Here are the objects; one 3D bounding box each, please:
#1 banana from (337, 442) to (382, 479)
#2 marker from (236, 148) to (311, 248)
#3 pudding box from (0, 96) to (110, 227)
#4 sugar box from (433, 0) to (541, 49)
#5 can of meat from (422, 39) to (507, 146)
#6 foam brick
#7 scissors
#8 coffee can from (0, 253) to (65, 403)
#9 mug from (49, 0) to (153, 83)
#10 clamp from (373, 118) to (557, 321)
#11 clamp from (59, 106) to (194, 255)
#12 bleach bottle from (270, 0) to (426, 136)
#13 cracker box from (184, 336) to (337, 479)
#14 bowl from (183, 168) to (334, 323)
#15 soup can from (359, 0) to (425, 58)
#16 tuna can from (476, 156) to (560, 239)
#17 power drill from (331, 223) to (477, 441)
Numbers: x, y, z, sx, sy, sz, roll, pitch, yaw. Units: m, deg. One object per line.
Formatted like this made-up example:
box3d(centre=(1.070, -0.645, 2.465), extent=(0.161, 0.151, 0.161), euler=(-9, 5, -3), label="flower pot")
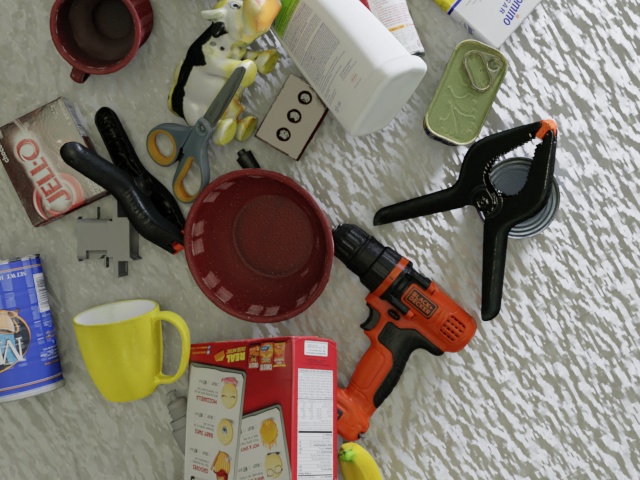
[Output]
box3d(centre=(0.048, 0.283, 1.114), extent=(0.037, 0.069, 0.198), euler=(-6, 114, 26), label="banana")
box3d(centre=(-0.051, -0.046, 1.132), extent=(0.020, 0.020, 0.121), euler=(-35, 91, 2), label="marker")
box3d(centre=(-0.283, -0.082, 1.127), extent=(0.090, 0.039, 0.113), euler=(-26, 91, 3), label="pudding box")
box3d(centre=(0.146, -0.287, 1.106), extent=(0.176, 0.048, 0.093), euler=(43, 92, -4), label="sugar box")
box3d(centre=(0.145, -0.147, 1.091), extent=(0.057, 0.084, 0.102), euler=(23, 92, 1), label="can of meat")
box3d(centre=(-0.027, -0.128, 1.112), extent=(0.053, 0.051, 0.078), euler=(30, 92, 0), label="foam brick")
box3d(centre=(-0.130, -0.121, 1.074), extent=(0.096, 0.016, 0.202), euler=(40, 137, 18), label="scissors")
box3d(centre=(-0.328, 0.092, 1.102), extent=(0.103, 0.103, 0.140), euler=(-11, 92, 2), label="coffee can")
box3d(centre=(-0.224, -0.214, 1.094), extent=(0.093, 0.081, 0.117), euler=(27, 112, -4), label="mug")
box3d(centre=(0.159, -0.043, 1.082), extent=(0.165, 0.036, 0.210), euler=(35, 112, 12), label="clamp")
box3d(centre=(-0.196, -0.054, 1.090), extent=(0.039, 0.120, 0.171), euler=(-34, 98, 28), label="clamp")
box3d(centre=(-0.004, -0.226, 1.070), extent=(0.251, 0.067, 0.103), euler=(54, 136, 19), label="bleach bottle")
box3d(centre=(-0.059, 0.205, 1.054), extent=(0.165, 0.071, 0.214), euler=(-10, 76, 45), label="cracker box")
box3d(centre=(-0.057, 0.001, 1.103), extent=(0.162, 0.055, 0.162), euler=(4, 103, 16), label="bowl")
box3d(centre=(0.061, -0.228, 1.099), extent=(0.068, 0.068, 0.102), euler=(-19, 92, 2), label="soup can")
box3d(centre=(0.205, -0.045, 1.118), extent=(0.086, 0.034, 0.086), euler=(0, 92, 1), label="tuna can")
box3d(centre=(0.042, 0.099, 1.116), extent=(0.184, 0.057, 0.188), euler=(39, 93, 3), label="power drill")
